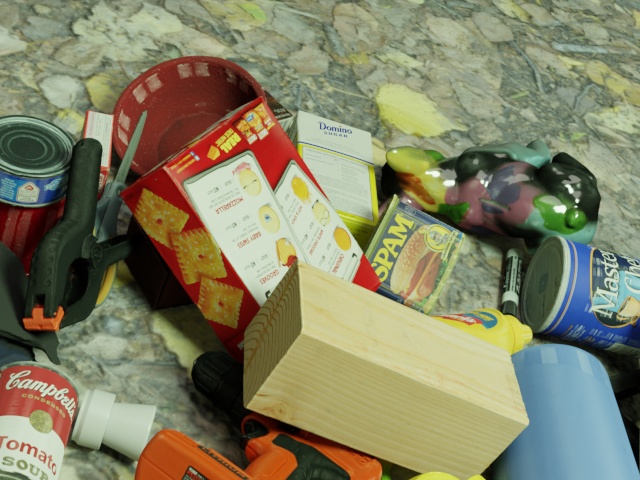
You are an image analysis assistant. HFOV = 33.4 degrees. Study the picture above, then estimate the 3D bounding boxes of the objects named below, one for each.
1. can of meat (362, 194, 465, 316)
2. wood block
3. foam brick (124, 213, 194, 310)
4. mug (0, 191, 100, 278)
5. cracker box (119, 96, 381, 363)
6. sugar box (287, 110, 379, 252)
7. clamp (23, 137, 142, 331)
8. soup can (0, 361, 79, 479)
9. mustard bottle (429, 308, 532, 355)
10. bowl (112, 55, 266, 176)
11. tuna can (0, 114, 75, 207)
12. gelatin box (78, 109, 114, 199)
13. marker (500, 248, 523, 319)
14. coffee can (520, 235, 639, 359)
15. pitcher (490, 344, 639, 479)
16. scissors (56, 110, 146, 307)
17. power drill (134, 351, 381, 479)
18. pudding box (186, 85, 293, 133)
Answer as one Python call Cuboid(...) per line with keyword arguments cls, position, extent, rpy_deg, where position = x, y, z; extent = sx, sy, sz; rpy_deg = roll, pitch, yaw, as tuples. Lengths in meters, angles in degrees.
Cuboid(cls="can of meat", position=(0.086, 0.019, 1.060), extent=(0.084, 0.102, 0.057), rpy_deg=(27, -7, -1))
Cuboid(cls="wood block", position=(0.050, 0.109, 0.849), extent=(0.205, 0.091, 0.090), rpy_deg=(24, 32, -20))
Cuboid(cls="foam brick", position=(-0.140, 0.017, 0.978), extent=(0.051, 0.053, 0.078), rpy_deg=(-9, 50, -35))
Cuboid(cls="mug", position=(-0.251, -0.027, 0.947), extent=(0.117, 0.082, 0.093), rpy_deg=(-1, 44, -29))
Cuboid(cls="cracker box", position=(-0.056, 0.001, 0.951), extent=(0.213, 0.072, 0.164), rpy_deg=(57, 39, -11))
Cuboid(cls="sugar box", position=(0.011, -0.066, 1.162), extent=(0.093, 0.048, 0.176), rpy_deg=(16, 35, -13))
Cuboid(cls="clamp", position=(-0.197, -0.001, 0.863), extent=(0.039, 0.120, 0.171), rpy_deg=(-9, 31, 19))
Cuboid(cls="soup can", position=(-0.218, 0.147, 0.770), extent=(0.068, 0.069, 0.102), rpy_deg=(15, 39, -11))
Cuboid(cls="mustard bottle", position=(0.121, 0.096, 0.999), extent=(0.191, 0.058, 0.096), rpy_deg=(-2, 3, -31))
Cuboid(cls="bowl", position=(-0.131, -0.112, 1.101), extent=(0.162, 0.055, 0.162), rpy_deg=(-3, 60, 4))
Cuboid(cls="tuna can", position=(-0.249, -0.068, 0.899), extent=(0.086, 0.034, 0.086), rpy_deg=(14, 39, -12))
Cuboid(cls="gelatin box", position=(-0.219, -0.069, 1.020), extent=(0.030, 0.073, 0.089), rpy_deg=(10, 40, -17))
Cuboid(cls="marker", position=(0.205, 0.050, 1.147), extent=(0.020, 0.020, 0.121), rpy_deg=(23, 38, -2))
Cuboid(cls="coffee can", position=(0.294, 0.062, 1.109), extent=(0.140, 0.103, 0.102), rpy_deg=(15, 39, -9))
Cuboid(cls="pitcher", position=(0.205, 0.211, 0.871), extent=(0.145, 0.149, 0.242), rpy_deg=(6, 41, -3))
Cuboid(cls="scissors", position=(-0.194, -0.042, 0.945), extent=(0.016, 0.096, 0.201), rpy_deg=(0, 71, 22))
Cuboid(cls="power drill", position=(-0.058, 0.156, 0.812), extent=(0.184, 0.057, 0.187), rpy_deg=(32, 19, 18))
Cuboid(cls="pudding box", position=(-0.101, -0.141, 1.195), extent=(0.113, 0.039, 0.090), rpy_deg=(-20, 55, -41))
